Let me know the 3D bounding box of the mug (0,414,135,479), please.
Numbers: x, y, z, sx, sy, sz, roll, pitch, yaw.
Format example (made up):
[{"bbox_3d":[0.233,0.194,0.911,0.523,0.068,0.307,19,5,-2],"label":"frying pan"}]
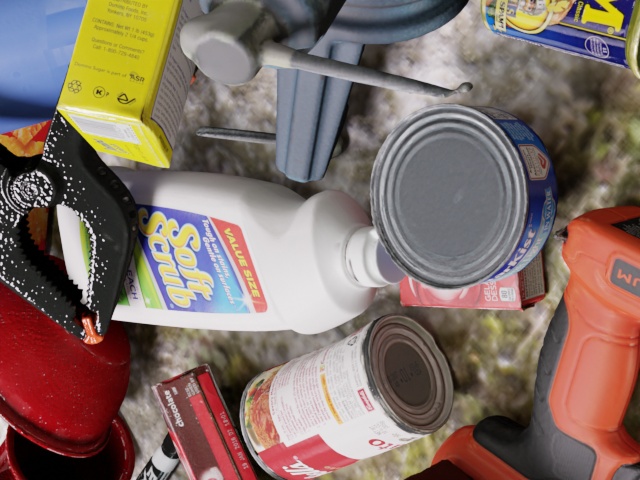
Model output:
[{"bbox_3d":[-0.198,0.168,0.751,0.093,0.117,0.082,55,132,14],"label":"mug"}]

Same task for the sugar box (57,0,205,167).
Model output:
[{"bbox_3d":[-0.074,-0.130,0.503,0.048,0.093,0.176,12,83,0],"label":"sugar box"}]

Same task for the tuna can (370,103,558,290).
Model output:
[{"bbox_3d":[0.067,-0.021,0.500,0.086,0.033,0.086,4,97,40],"label":"tuna can"}]

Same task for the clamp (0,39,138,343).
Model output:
[{"bbox_3d":[-0.169,-0.037,0.596,0.164,0.036,0.210,-8,113,3],"label":"clamp"}]

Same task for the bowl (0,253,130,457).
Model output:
[{"bbox_3d":[-0.176,0.061,0.705,0.055,0.162,0.162,-38,71,9],"label":"bowl"}]

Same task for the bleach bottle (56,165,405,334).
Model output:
[{"bbox_3d":[-0.054,0.001,0.615,0.251,0.067,0.102,-1,99,45],"label":"bleach bottle"}]

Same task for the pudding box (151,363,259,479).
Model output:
[{"bbox_3d":[-0.065,0.128,0.640,0.113,0.039,0.090,102,144,-74],"label":"pudding box"}]

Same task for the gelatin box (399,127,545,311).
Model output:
[{"bbox_3d":[0.072,-0.010,0.541,0.073,0.030,0.089,-1,97,41],"label":"gelatin box"}]

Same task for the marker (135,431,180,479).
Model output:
[{"bbox_3d":[-0.117,0.164,0.740,0.020,0.020,0.121,50,125,23],"label":"marker"}]

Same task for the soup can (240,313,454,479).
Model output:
[{"bbox_3d":[0.014,0.087,0.584,0.102,0.068,0.068,-30,78,39],"label":"soup can"}]
